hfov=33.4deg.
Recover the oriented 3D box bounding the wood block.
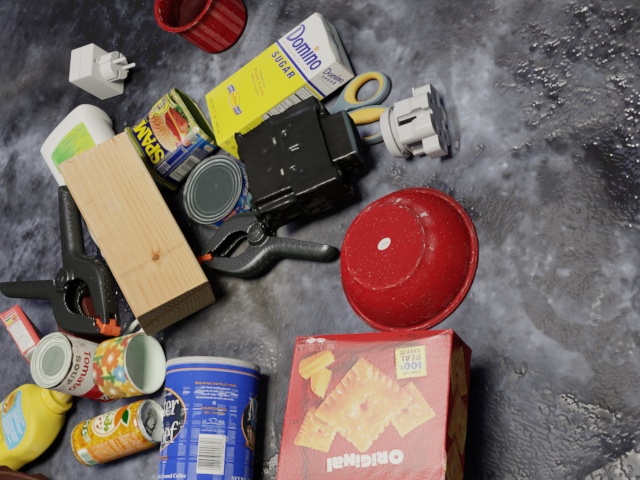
[{"bbox_3d":[-0.212,-0.007,1.230,0.090,0.090,0.206,-28,73,-9],"label":"wood block"}]

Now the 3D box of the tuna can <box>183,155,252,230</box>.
[{"bbox_3d":[-0.119,-0.056,1.267,0.086,0.033,0.086,-11,68,30],"label":"tuna can"}]

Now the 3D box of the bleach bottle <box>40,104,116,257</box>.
[{"bbox_3d":[-0.261,-0.055,1.344,0.103,0.068,0.251,-44,58,11],"label":"bleach bottle"}]

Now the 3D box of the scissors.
[{"bbox_3d":[0.003,-0.146,1.230,0.202,0.016,0.096,2,73,33],"label":"scissors"}]

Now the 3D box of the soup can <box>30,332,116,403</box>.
[{"bbox_3d":[-0.283,0.151,1.261,0.069,0.102,0.068,-11,68,29],"label":"soup can"}]

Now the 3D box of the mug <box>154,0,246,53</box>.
[{"bbox_3d":[-0.153,-0.294,1.341,0.093,0.081,0.117,-47,55,11],"label":"mug"}]

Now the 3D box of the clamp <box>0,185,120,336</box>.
[{"bbox_3d":[-0.308,0.054,1.285,0.165,0.036,0.210,-51,55,15],"label":"clamp"}]

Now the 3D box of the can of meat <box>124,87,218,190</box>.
[{"bbox_3d":[-0.181,-0.127,1.319,0.084,0.057,0.102,-41,57,12],"label":"can of meat"}]

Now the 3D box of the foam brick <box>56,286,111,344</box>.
[{"bbox_3d":[-0.293,0.089,1.320,0.053,0.051,0.078,-35,58,18],"label":"foam brick"}]

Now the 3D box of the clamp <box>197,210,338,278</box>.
[{"bbox_3d":[-0.058,0.001,1.206,0.172,0.039,0.120,-34,53,16],"label":"clamp"}]

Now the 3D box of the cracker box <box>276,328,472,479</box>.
[{"bbox_3d":[0.047,0.192,0.979,0.164,0.072,0.213,-4,64,26],"label":"cracker box"}]

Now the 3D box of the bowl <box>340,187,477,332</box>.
[{"bbox_3d":[0.078,0.013,1.103,0.162,0.055,0.162,-12,68,29],"label":"bowl"}]

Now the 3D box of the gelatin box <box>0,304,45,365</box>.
[{"bbox_3d":[-0.356,0.131,1.324,0.030,0.089,0.073,-34,56,-11],"label":"gelatin box"}]

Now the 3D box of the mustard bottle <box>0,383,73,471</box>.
[{"bbox_3d":[-0.373,0.233,1.318,0.192,0.058,0.096,-39,43,16],"label":"mustard bottle"}]

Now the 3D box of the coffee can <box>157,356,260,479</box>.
[{"bbox_3d":[-0.119,0.202,1.137,0.103,0.102,0.140,-8,70,31],"label":"coffee can"}]

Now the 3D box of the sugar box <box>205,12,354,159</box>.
[{"bbox_3d":[-0.051,-0.182,1.253,0.176,0.048,0.093,-36,48,21],"label":"sugar box"}]
